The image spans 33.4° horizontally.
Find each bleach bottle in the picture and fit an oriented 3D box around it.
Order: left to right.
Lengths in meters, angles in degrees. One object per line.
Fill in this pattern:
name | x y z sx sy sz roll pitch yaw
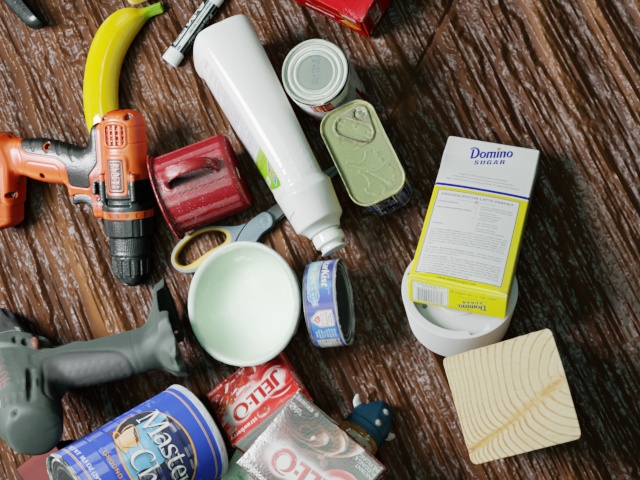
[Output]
bleach bottle | -0.044 -0.097 1.070 0.068 0.102 0.251 -26 79 -9

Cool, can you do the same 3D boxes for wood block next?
wood block | 0.170 0.137 0.936 0.091 0.206 0.090 -16 79 9

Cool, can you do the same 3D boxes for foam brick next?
foam brick | -0.262 0.249 1.092 0.051 0.053 0.078 -40 77 4

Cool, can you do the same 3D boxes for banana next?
banana | -0.222 -0.169 1.149 0.070 0.037 0.198 9 84 13

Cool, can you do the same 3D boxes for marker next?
marker | -0.127 -0.240 1.148 0.020 0.020 0.121 36 91 14

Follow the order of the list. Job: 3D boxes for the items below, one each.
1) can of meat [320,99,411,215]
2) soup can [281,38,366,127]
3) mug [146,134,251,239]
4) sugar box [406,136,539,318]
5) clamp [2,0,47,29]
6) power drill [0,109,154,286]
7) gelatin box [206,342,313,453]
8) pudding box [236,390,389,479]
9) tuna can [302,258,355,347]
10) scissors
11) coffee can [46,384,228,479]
can of meat | 0.048 -0.079 1.055 0.057 0.084 0.102 -27 78 7
soup can | 0.005 -0.154 1.065 0.068 0.102 0.068 -2 82 12
mug | -0.123 -0.061 1.075 0.081 0.117 0.093 -21 74 3
sugar box | 0.147 -0.016 1.007 0.093 0.048 0.176 11 53 14
clamp | -0.363 -0.298 1.197 0.172 0.039 0.120 5 79 19
power drill | -0.264 -0.045 1.121 0.188 0.057 0.184 2 99 14
gelatin box | -0.061 0.155 1.057 0.089 0.030 0.073 -39 46 4
pudding box | -0.007 0.210 0.992 0.114 0.039 0.090 40 87 21
tuna can | 0.009 0.062 1.043 0.034 0.086 0.086 -7 81 12
scissors | -0.057 0.001 1.102 0.202 0.016 0.096 -21 80 8
coffee can | -0.174 0.215 1.020 0.140 0.103 0.103 -27 75 -30
